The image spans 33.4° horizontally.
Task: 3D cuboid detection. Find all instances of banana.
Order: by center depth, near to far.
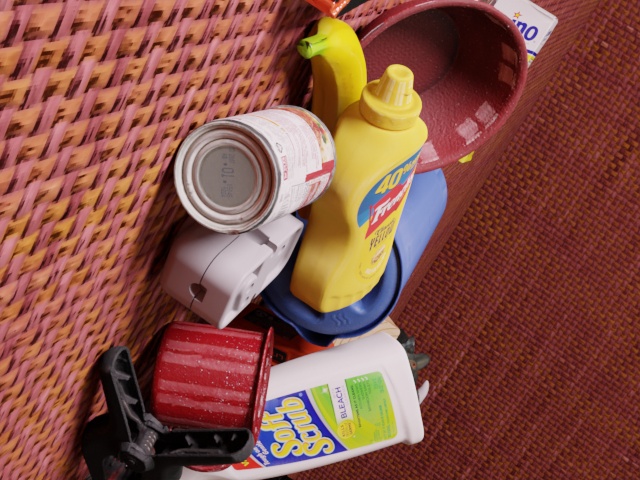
[{"bbox_3d":[0.003,-0.092,0.750,0.069,0.037,0.198,-43,155,-23],"label":"banana"}]

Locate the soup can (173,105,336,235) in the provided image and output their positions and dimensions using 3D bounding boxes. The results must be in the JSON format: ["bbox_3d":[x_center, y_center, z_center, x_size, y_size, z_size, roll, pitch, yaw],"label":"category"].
[{"bbox_3d":[-0.038,-0.045,0.649,0.069,0.068,0.102,-59,170,20],"label":"soup can"}]

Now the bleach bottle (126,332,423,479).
[{"bbox_3d":[-0.042,0.161,0.905,0.250,0.102,0.068,-17,-164,-15],"label":"bleach bottle"}]

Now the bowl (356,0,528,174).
[{"bbox_3d":[0.076,-0.129,0.826,0.162,0.055,0.162,-11,135,-11],"label":"bowl"}]

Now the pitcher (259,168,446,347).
[{"bbox_3d":[0.041,-0.025,0.971,0.149,0.145,0.242,-34,-175,26],"label":"pitcher"}]

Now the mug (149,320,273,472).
[{"bbox_3d":[-0.085,0.118,0.819,0.093,0.081,0.117,87,11,-80],"label":"mug"}]

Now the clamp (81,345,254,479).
[{"bbox_3d":[-0.118,0.149,0.771,0.039,0.120,0.172,-53,175,-39],"label":"clamp"}]

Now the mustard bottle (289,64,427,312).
[{"bbox_3d":[0.032,-0.041,0.752,0.096,0.058,0.192,-38,154,-41],"label":"mustard bottle"}]
